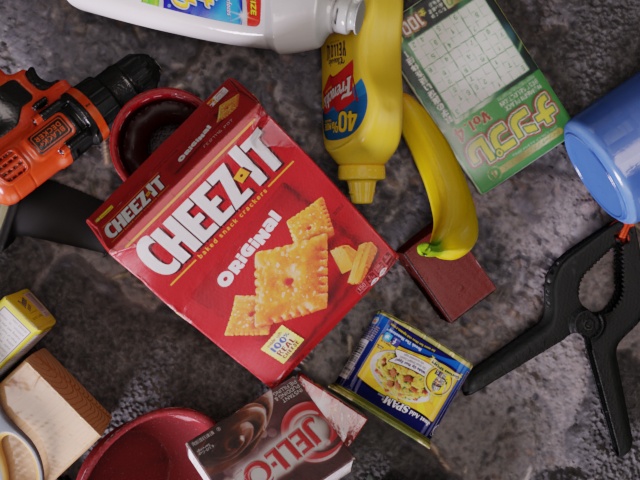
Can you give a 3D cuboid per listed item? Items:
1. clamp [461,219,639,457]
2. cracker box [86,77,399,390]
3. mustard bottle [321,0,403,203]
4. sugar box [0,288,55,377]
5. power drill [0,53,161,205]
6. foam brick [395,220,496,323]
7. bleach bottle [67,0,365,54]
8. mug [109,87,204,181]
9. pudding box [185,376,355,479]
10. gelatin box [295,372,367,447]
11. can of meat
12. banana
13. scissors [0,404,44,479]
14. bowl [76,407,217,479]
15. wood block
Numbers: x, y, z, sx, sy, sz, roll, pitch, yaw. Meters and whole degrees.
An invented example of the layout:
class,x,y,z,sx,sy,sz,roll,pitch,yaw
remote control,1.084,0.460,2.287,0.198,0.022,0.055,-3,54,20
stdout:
class,x,y,z,sx,sy,sz,roll,pitch,yaw
clamp,0.245,0.084,0.966,0.164,0.036,0.210,29,89,-4
cracker box,-0.056,0.001,0.878,0.164,0.072,0.213,-45,128,-2
mustard bottle,0.035,-0.127,0.918,0.058,0.096,0.191,-3,93,-29
sugar box,-0.306,0.118,0.902,0.176,0.093,0.048,-43,93,-2
power drill,-0.255,-0.149,0.907,0.184,0.057,0.187,-42,89,-21
foam brick,0.110,0.026,0.948,0.051,0.053,0.078,-36,93,-3
bleach bottle,-0.084,-0.217,0.886,0.251,0.068,0.102,14,93,14
mug,-0.121,-0.071,0.915,0.093,0.081,0.117,-41,93,-2
pudding box,-0.041,0.180,0.890,0.113,0.039,0.090,-31,64,-17
gelatin box,-0.012,0.175,0.954,0.073,0.030,0.089,33,88,-3
can of meat,0.072,0.121,0.944,0.102,0.057,0.084,32,84,-5
banana,0.101,-0.049,0.909,0.037,0.198,0.069,-31,131,22
scissors,-0.283,0.129,0.849,0.096,0.016,0.202,-21,95,-2
bowl,-0.152,0.213,0.912,0.161,0.055,0.162,-11,108,-39
wood block,-0.287,0.197,0.907,0.206,0.090,0.091,-44,94,-2
